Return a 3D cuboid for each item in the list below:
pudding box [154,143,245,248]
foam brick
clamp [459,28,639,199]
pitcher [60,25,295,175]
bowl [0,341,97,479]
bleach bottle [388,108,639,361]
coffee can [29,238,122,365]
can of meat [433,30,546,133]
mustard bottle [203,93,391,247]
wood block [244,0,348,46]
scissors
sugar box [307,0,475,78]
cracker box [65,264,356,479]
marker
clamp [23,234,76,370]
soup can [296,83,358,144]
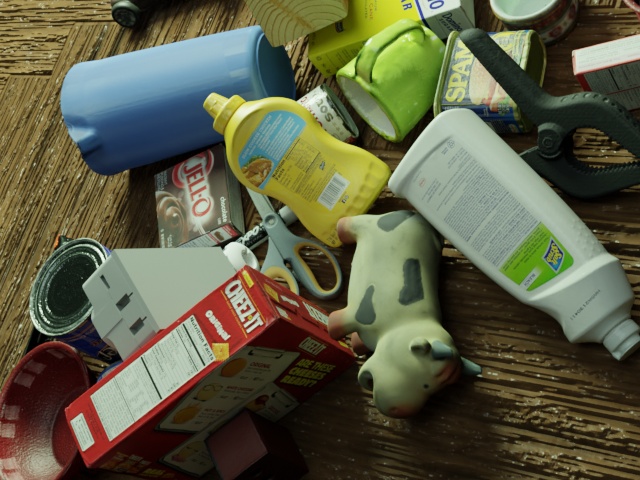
[{"bbox_3d":[-0.131,-0.039,1.155,0.090,0.039,0.113,-24,55,19],"label":"pudding box"},{"bbox_3d":[-0.057,0.194,0.958,0.053,0.078,0.051,-39,54,9],"label":"foam brick"},{"bbox_3d":[0.201,-0.082,0.944,0.210,0.036,0.165,24,119,24],"label":"clamp"},{"bbox_3d":[-0.152,-0.164,1.190,0.243,0.144,0.149,-10,72,24],"label":"pitcher"},{"bbox_3d":[-0.271,0.188,1.102,0.162,0.055,0.162,-18,61,35],"label":"bowl"},{"bbox_3d":[0.171,0.004,0.903,0.251,0.067,0.103,50,125,23],"label":"bleach bottle"},{"bbox_3d":[-0.206,0.072,1.075,0.103,0.140,0.103,-17,57,27],"label":"coffee can"},{"bbox_3d":[0.163,-0.150,1.018,0.084,0.057,0.102,3,68,30],"label":"can of meat"},{"bbox_3d":[-0.033,-0.083,1.042,0.191,0.058,0.096,35,100,4],"label":"mustard bottle"},{"bbox_3d":[-0.025,-0.309,1.157,0.090,0.090,0.206,-20,35,19],"label":"wood block"},{"bbox_3d":[-0.057,0.001,1.077,0.096,0.016,0.202,-46,61,-2],"label":"scissors"},{"bbox_3d":[0.073,-0.242,1.130,0.176,0.048,0.093,-17,54,27],"label":"sugar box"},{"bbox_3d":[-0.096,0.128,0.959,0.214,0.164,0.072,-39,60,9],"label":"cracker box"},{"bbox_3d":[-0.074,0.001,1.110,0.121,0.020,0.020,-34,52,13],"label":"marker"},{"bbox_3d":[-0.295,0.060,1.184,0.120,0.039,0.171,-56,19,22],"label":"clamp"},{"bbox_3d":[-0.019,-0.107,1.103,0.102,0.068,0.068,-33,52,12],"label":"soup can"}]
